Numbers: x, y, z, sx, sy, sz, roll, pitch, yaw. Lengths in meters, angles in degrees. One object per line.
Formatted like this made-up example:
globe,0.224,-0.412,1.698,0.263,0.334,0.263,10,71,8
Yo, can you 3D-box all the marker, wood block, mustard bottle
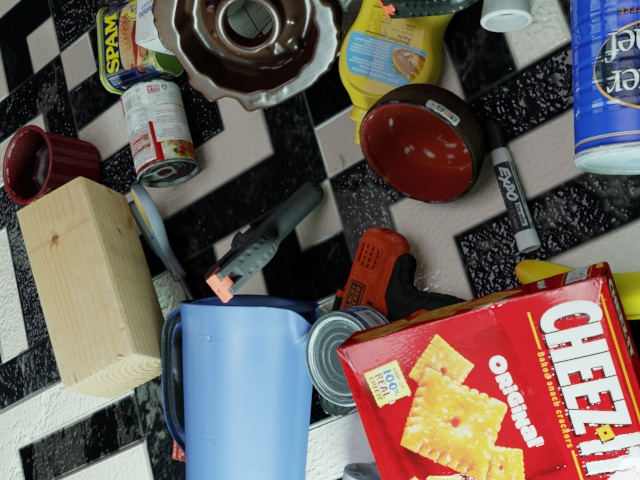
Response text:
marker,0.163,-0.048,0.921,0.020,0.020,0.121,-26,70,33
wood block,-0.234,0.050,1.117,0.091,0.090,0.206,-27,68,16
mustard bottle,0.069,-0.179,0.984,0.096,0.058,0.192,21,99,23

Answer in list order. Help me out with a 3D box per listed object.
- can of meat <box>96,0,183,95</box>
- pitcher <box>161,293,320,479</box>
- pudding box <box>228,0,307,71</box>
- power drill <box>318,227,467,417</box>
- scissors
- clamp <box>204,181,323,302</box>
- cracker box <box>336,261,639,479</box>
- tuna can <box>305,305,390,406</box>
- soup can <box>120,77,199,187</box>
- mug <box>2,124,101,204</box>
can of meat,-0.202,-0.223,1.206,0.084,0.057,0.102,-11,79,34
pitcher,-0.078,0.172,1.022,0.149,0.145,0.243,-179,90,-79
pudding box,-0.046,-0.220,1.093,0.114,0.039,0.090,-43,59,25
power drill,0.084,0.100,0.943,0.188,0.057,0.184,25,107,36
scissors,-0.159,0.017,1.141,0.202,0.016,0.096,52,159,31
clamp,-0.057,0.001,1.018,0.039,0.171,0.120,44,113,-9
cracker box,0.140,0.126,0.825,0.214,0.072,0.164,-17,93,19
tuna can,0.028,0.101,0.934,0.086,0.033,0.086,4,96,42
soup can,-0.177,-0.117,1.166,0.069,0.068,0.102,-27,69,33
mug,-0.309,-0.075,1.258,0.093,0.081,0.117,-47,59,25
